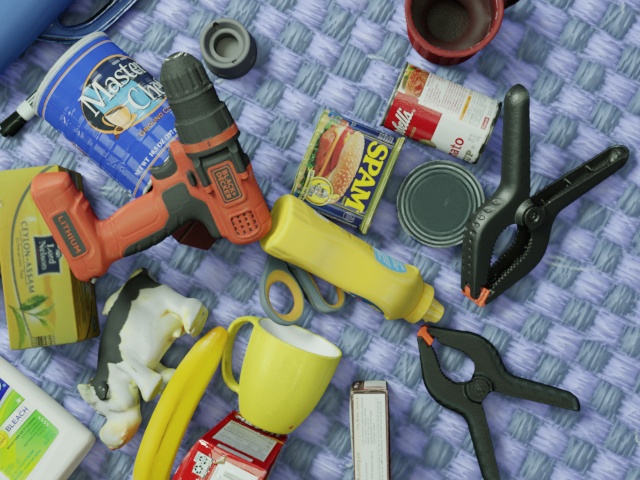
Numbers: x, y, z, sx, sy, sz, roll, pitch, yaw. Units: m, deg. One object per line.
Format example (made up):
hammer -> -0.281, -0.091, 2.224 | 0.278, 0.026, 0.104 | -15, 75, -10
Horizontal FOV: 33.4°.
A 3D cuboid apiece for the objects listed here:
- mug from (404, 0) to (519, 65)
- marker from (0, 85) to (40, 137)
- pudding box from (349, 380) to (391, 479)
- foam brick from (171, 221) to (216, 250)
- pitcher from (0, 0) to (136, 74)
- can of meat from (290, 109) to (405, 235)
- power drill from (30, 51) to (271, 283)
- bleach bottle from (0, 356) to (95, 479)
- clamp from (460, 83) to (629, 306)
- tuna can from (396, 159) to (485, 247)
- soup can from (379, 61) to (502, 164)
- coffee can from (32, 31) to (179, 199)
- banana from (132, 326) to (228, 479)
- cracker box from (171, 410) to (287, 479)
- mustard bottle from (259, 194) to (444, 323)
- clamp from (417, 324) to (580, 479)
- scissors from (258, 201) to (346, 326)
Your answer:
mug -> 0.136, -0.220, 1.030 | 0.117, 0.081, 0.093 | -21, 88, 1
marker -> -0.277, -0.148, 1.073 | 0.121, 0.020, 0.020 | -44, 88, 0
pudding box -> 0.049, 0.194, 1.020 | 0.039, 0.090, 0.113 | -3, 88, 2
foam brick -> -0.116, -0.038, 1.037 | 0.051, 0.053, 0.078 | 42, 99, 27
pitcher -> -0.280, -0.261, 1.030 | 0.149, 0.145, 0.243 | 44, 94, 15
can of meat -> 0.025, -0.068, 1.044 | 0.084, 0.057, 0.102 | 23, 90, 4
power drill -> -0.155, -0.056, 0.946 | 0.187, 0.057, 0.184 | -21, 111, 5
bleach bottle -> -0.347, 0.154, 1.045 | 0.251, 0.068, 0.102 | 37, 78, 4
clamp -> 0.205, -0.031, 1.030 | 0.164, 0.036, 0.210 | 15, 104, -30
tuna can -> 0.117, -0.035, 1.051 | 0.086, 0.034, 0.086 | 0, 89, 2
soup can -> 0.117, -0.123, 1.036 | 0.102, 0.068, 0.068 | 23, 89, 2
coffee can -> -0.190, -0.117, 1.028 | 0.140, 0.103, 0.103 | 41, 90, 2
banana -> -0.141, 0.175, 1.030 | 0.037, 0.069, 0.198 | 22, 96, 11
cracker box -> -0.102, 0.248, 0.962 | 0.072, 0.213, 0.164 | 26, 89, 4
mustard bottle -> 0.036, 0.027, 1.017 | 0.191, 0.096, 0.058 | 29, 93, -15
clamp -> 0.153, 0.155, 1.044 | 0.171, 0.039, 0.120 | 36, 86, 8
scissors -> -0.057, 0.001, 1.047 | 0.202, 0.016, 0.096 | 48, 59, 1
